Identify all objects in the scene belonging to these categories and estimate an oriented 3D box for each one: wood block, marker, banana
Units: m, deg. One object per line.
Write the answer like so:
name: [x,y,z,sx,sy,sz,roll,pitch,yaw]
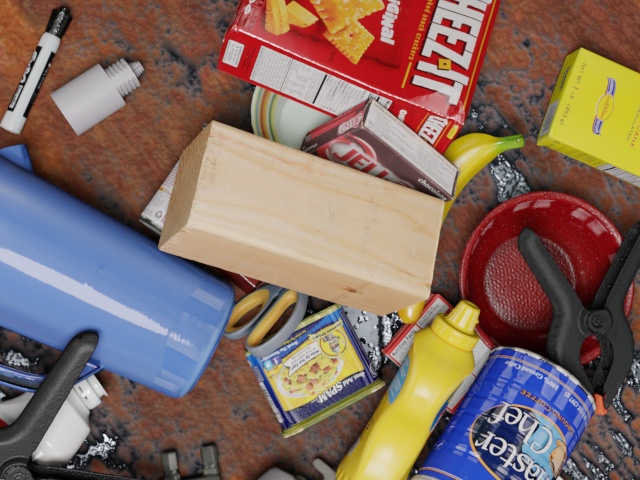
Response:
wood block: [-0.015,-0.013,0.871,0.205,0.091,0.090,18,70,-19]
marker: [-0.251,-0.153,0.948,0.020,0.020,0.121,24,84,-5]
banana: [0.106,-0.022,0.964,0.037,0.070,0.198,30,90,-44]

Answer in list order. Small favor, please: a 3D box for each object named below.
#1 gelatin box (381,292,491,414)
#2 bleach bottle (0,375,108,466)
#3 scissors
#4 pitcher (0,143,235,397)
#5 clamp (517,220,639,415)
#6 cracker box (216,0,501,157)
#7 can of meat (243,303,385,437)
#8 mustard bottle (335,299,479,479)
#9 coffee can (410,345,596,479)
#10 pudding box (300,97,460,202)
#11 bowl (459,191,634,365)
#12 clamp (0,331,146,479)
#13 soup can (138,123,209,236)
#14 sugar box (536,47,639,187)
gelatin box: [0.112,0.103,0.972,0.089,0.030,0.073,42,84,-3]
bleach bottle: [-0.296,0.187,0.899,0.250,0.068,0.103,-35,68,-13]
scissors: [-0.020,0.027,0.959,0.016,0.096,0.201,55,50,-28]
pitcher: [-0.204,0.045,0.890,0.242,0.145,0.149,27,117,-8]
clamp: [0.223,0.063,0.925,0.120,0.039,0.171,5,87,-5]
cracker box: [0.038,-0.188,0.933,0.213,0.072,0.164,22,62,-4]
can of meat: [-0.007,0.113,0.944,0.102,0.057,0.084,-27,89,-7]
mustard bottle: [0.081,0.135,0.905,0.058,0.096,0.192,29,104,6]
coffee can: [0.154,0.175,0.897,0.103,0.103,0.140,38,68,-4]
pudding box: [0.050,-0.065,0.923,0.113,0.090,0.039,34,57,-26]
bowl: [0.199,0.038,0.973,0.162,0.055,0.162,0,87,-7]
clamp: [-0.237,0.170,0.841,0.210,0.036,0.164,-17,108,-9]
soup can: [-0.103,-0.041,0.935,0.068,0.068,0.102,35,84,-4]
sugar box: [0.300,-0.102,0.998,0.176,0.048,0.093,21,84,-4]
